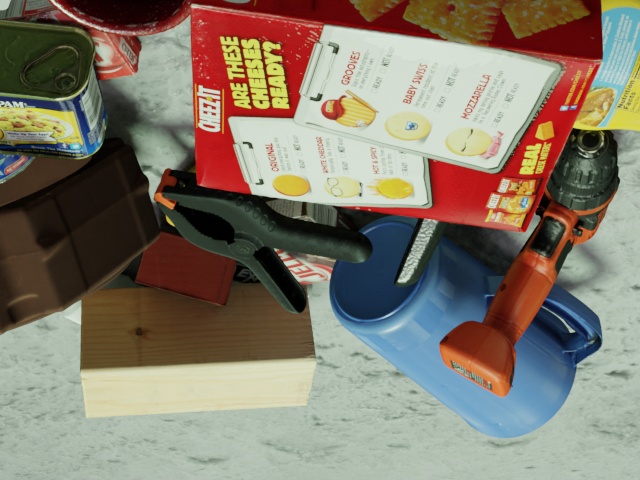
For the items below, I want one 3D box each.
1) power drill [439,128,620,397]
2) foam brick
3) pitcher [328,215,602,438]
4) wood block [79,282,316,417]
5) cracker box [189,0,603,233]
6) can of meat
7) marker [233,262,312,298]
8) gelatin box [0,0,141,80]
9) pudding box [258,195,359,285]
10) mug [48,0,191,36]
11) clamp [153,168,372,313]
[{"bbox_3d":[0.156,0.016,0.775,0.057,0.187,0.184,31,171,18],"label":"power drill"},{"bbox_3d":[-0.117,0.023,0.943,0.078,0.051,0.053,15,177,3],"label":"foam brick"},{"bbox_3d":[0.125,0.071,0.933,0.242,0.149,0.145,36,180,-44],"label":"pitcher"},{"bbox_3d":[-0.114,0.100,0.988,0.206,0.091,0.090,-1,144,-9],"label":"wood block"},{"bbox_3d":[0.036,-0.089,0.622,0.213,0.072,0.164,9,147,0],"label":"cracker box"},{"bbox_3d":[-0.196,-0.098,0.713,0.102,0.057,0.084,6,153,1],"label":"can of meat"},{"bbox_3d":[-0.066,0.033,1.014,0.121,0.020,0.020,16,148,-18],"label":"marker"},{"bbox_3d":[-0.177,-0.139,0.727,0.089,0.030,0.073,-5,148,17],"label":"gelatin box"},{"bbox_3d":[-0.020,-0.002,0.927,0.090,0.039,0.113,-12,145,28],"label":"pudding box"},{"bbox_3d":[-0.111,-0.171,0.611,0.093,0.081,0.117,9,149,-6],"label":"mug"},{"bbox_3d":[-0.056,0.001,0.852,0.171,0.039,0.120,26,136,-7],"label":"clamp"}]
